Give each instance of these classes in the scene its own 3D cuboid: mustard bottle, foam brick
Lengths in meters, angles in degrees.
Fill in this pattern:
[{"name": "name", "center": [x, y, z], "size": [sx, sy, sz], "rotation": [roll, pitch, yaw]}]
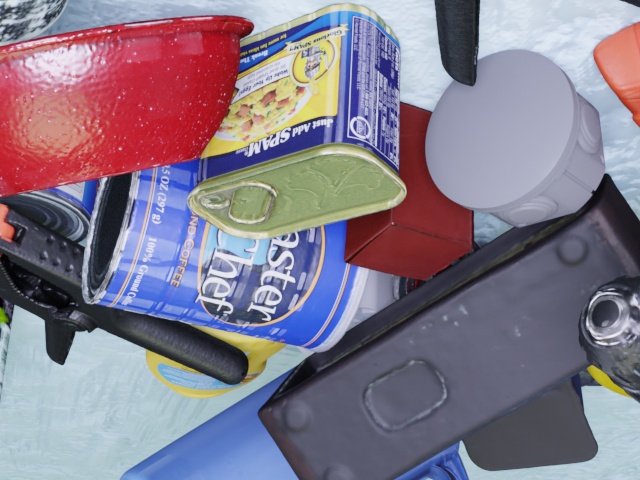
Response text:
[{"name": "mustard bottle", "center": [-0.086, 0.082, 0.835], "size": [0.096, 0.058, 0.192], "rotation": [6, 154, -16]}, {"name": "foam brick", "center": [0.048, -0.026, 0.574], "size": [0.051, 0.078, 0.053], "rotation": [16, 151, -22]}]

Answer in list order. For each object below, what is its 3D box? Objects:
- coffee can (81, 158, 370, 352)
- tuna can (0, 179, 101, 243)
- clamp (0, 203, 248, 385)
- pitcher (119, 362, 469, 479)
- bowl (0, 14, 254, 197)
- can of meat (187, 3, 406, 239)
[{"name": "coffee can", "center": [-0.054, 0.001, 0.611], "size": [0.140, 0.103, 0.103], "rotation": [14, 152, -21]}, {"name": "tuna can", "center": [-0.178, -0.027, 0.647], "size": [0.086, 0.033, 0.086], "rotation": [3, 154, 1]}, {"name": "clamp", "center": [-0.145, 0.043, 0.692], "size": [0.165, 0.036, 0.210], "rotation": [5, 153, 18]}, {"name": "pitcher", "center": [-0.016, 0.173, 0.787], "size": [0.242, 0.145, 0.149], "rotation": [-25, -167, -32]}, {"name": "bowl", "center": [-0.103, -0.054, 0.468], "size": [0.162, 0.055, 0.162], "rotation": [-11, -174, 1]}, {"name": "can of meat", "center": [-0.010, -0.056, 0.510], "size": [0.102, 0.084, 0.057], "rotation": [-14, 150, 31]}]
